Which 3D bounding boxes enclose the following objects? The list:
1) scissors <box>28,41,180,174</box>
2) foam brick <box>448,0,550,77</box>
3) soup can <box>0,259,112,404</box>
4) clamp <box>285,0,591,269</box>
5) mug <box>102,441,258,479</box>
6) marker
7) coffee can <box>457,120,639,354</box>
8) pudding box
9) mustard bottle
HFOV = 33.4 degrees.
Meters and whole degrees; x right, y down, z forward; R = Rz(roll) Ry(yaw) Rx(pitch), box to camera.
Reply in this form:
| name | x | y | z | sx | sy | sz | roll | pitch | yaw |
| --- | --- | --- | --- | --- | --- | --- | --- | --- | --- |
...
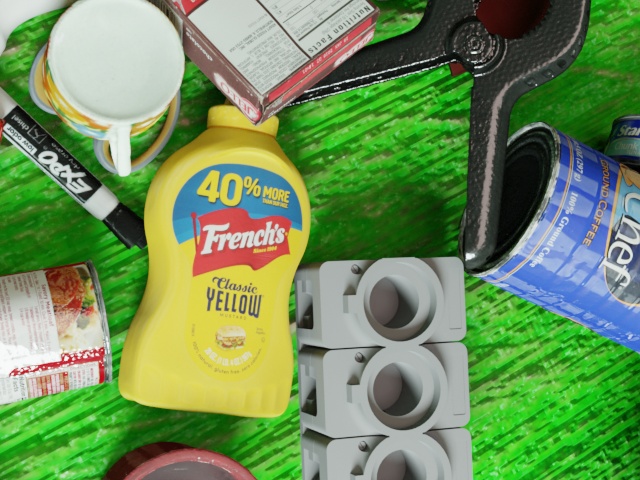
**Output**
| name | x | y | z | sx | sy | sz | roll | pitch | yaw |
| --- | --- | --- | --- | --- | --- | --- | --- | --- | --- |
| scissors | -0.101 | -0.138 | 0.621 | 0.096 | 0.016 | 0.202 | 20 | 81 | -16 |
| foam brick | 0.119 | -0.142 | 0.675 | 0.078 | 0.053 | 0.051 | -20 | 94 | -17 |
| soup can | -0.167 | 0.052 | 0.564 | 0.102 | 0.069 | 0.068 | -9 | 90 | -18 |
| clamp | 0.094 | -0.099 | 0.618 | 0.210 | 0.036 | 0.164 | -44 | 82 | 5 |
| mug | -0.072 | 0.163 | 0.582 | 0.093 | 0.082 | 0.117 | -46 | 101 | -15 |
| marker | -0.142 | -0.039 | 0.601 | 0.121 | 0.020 | 0.020 | 44 | 76 | -11 |
| coffee can | 0.171 | 0.002 | 0.658 | 0.140 | 0.103 | 0.103 | 25 | 80 | -16 |
| pudding box | -0.037 | -0.133 | 0.596 | 0.090 | 0.039 | 0.113 | -39 | 80 | -19 |
| mustard bottle | -0.054 | 0.001 | 0.608 | 0.096 | 0.058 | 0.191 | 10 | 84 | -26 |
